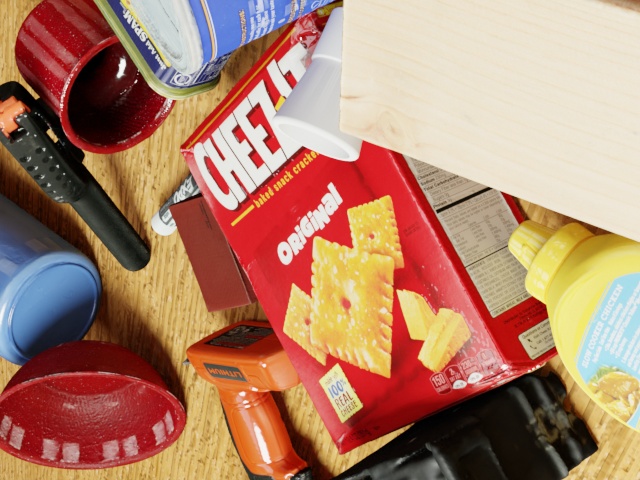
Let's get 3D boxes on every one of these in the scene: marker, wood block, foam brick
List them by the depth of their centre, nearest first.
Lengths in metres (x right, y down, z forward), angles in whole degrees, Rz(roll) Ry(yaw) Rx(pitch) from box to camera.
[{"bbox_3d":[0.118,-0.065,0.402,0.206,0.090,0.091,23,133,26],"label":"wood block"},{"bbox_3d":[-0.055,0.001,0.705,0.053,0.051,0.078,-11,101,50],"label":"foam brick"},{"bbox_3d":[-0.089,-0.037,0.750,0.020,0.020,0.121,59,141,8],"label":"marker"}]

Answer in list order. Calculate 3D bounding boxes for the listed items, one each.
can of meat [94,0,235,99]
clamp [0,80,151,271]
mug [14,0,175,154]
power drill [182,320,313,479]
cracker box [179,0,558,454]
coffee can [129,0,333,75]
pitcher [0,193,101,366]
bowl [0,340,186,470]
[{"bbox_3d":[-0.087,-0.154,0.657,0.102,0.057,0.084,56,139,10],"label":"can of meat"},{"bbox_3d":[-0.185,-0.053,0.765,0.164,0.036,0.210,56,178,4],"label":"clamp"},{"bbox_3d":[-0.152,-0.114,0.740,0.082,0.093,0.117,42,173,33],"label":"mug"},{"bbox_3d":[-0.017,0.153,0.736,0.185,0.057,0.187,1,110,49],"label":"power drill"},{"bbox_3d":[0.023,-0.004,0.596,0.164,0.071,0.214,-37,80,50],"label":"cracker box"},{"bbox_3d":[-0.023,-0.153,0.492,0.103,0.140,0.103,57,168,20],"label":"coffee can"},{"bbox_3d":[-0.311,0.008,0.941,0.243,0.149,0.145,27,103,34],"label":"pitcher"},{"bbox_3d":[-0.193,0.129,0.882,0.162,0.162,0.055,120,151,-46],"label":"bowl"}]
